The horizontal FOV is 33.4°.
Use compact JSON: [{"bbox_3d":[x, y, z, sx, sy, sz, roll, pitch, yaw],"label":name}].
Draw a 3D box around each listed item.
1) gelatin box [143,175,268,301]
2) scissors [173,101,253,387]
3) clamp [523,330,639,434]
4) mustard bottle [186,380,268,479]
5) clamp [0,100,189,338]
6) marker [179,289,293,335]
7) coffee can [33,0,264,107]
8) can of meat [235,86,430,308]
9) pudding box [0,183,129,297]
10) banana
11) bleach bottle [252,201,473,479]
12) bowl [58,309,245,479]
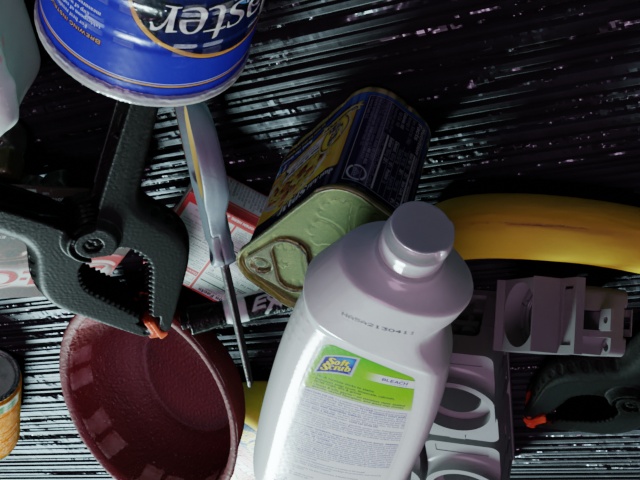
[{"bbox_3d":[-0.061,0.000,0.668,0.073,0.030,0.089,28,138,-12],"label":"gelatin box"},{"bbox_3d":[-0.054,0.001,0.585,0.016,0.096,0.202,-15,103,-9],"label":"scissors"},{"bbox_3d":[0.191,0.080,0.650,0.172,0.039,0.120,-17,126,35],"label":"clamp"},{"bbox_3d":[-0.049,0.153,0.809,0.192,0.058,0.096,-25,111,39],"label":"mustard bottle"},{"bbox_3d":[-0.124,-0.016,0.602,0.164,0.036,0.210,-25,137,8],"label":"clamp"},{"bbox_3d":[-0.028,0.037,0.664,0.121,0.020,0.020,-13,136,-3],"label":"marker"},{"bbox_3d":[-0.064,-0.142,0.456,0.103,0.102,0.140,22,139,-3],"label":"coffee can"},{"bbox_3d":[0.009,-0.023,0.573,0.057,0.084,0.102,35,137,-18],"label":"can of meat"},{"bbox_3d":[-0.182,0.003,0.673,0.113,0.039,0.090,3,149,-33],"label":"pudding box"},{"bbox_3d":[0.133,-0.001,0.588,0.198,0.037,0.069,3,165,22],"label":"banana"},{"bbox_3d":[0.028,0.066,0.562,0.102,0.068,0.251,11,144,-6],"label":"bleach bottle"},{"bbox_3d":[-0.108,0.106,0.755,0.162,0.055,0.162,13,115,30],"label":"bowl"}]
